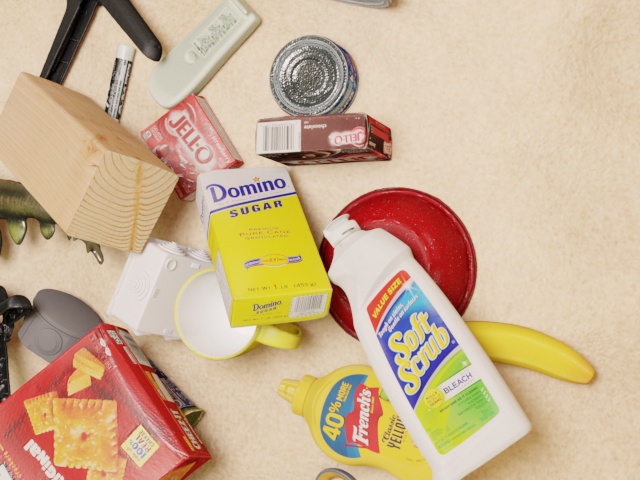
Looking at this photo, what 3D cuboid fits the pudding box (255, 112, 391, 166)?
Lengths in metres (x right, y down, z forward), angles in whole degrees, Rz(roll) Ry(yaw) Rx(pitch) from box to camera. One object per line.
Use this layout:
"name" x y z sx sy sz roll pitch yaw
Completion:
"pudding box" 0.005 -0.096 1.030 0.114 0.090 0.039 0 86 19

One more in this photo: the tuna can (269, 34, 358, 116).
"tuna can" -0.007 -0.161 1.066 0.086 0.033 0.086 -1 87 18

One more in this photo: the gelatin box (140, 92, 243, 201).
"gelatin box" -0.134 -0.096 1.106 0.073 0.030 0.089 -34 80 14

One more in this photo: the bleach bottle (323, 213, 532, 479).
"bleach bottle" 0.077 0.089 0.952 0.102 0.068 0.251 -36 76 3

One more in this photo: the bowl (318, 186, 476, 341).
"bowl" 0.065 0.027 1.022 0.162 0.055 0.162 -1 88 18

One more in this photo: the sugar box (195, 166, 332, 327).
"sugar box" -0.057 0.001 1.004 0.093 0.048 0.176 -5 47 -17

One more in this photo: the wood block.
"wood block" -0.242 -0.081 1.066 0.206 0.090 0.091 38 104 43

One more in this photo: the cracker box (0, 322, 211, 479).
"cracker box" -0.239 0.208 1.033 0.214 0.072 0.164 -39 71 4

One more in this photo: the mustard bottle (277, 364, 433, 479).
"mustard bottle" 0.048 0.171 1.019 0.192 0.058 0.096 17 85 19

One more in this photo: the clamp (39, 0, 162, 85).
"clamp" -0.232 -0.265 1.136 0.165 0.036 0.210 -3 82 30

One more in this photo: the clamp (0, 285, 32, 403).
"clamp" -0.342 0.103 1.115 0.172 0.039 0.120 16 90 61

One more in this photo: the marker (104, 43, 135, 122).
"marker" -0.221 -0.149 1.145 0.020 0.020 0.121 13 92 18

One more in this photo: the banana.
"banana" 0.151 0.108 0.991 0.198 0.037 0.069 -6 76 7
